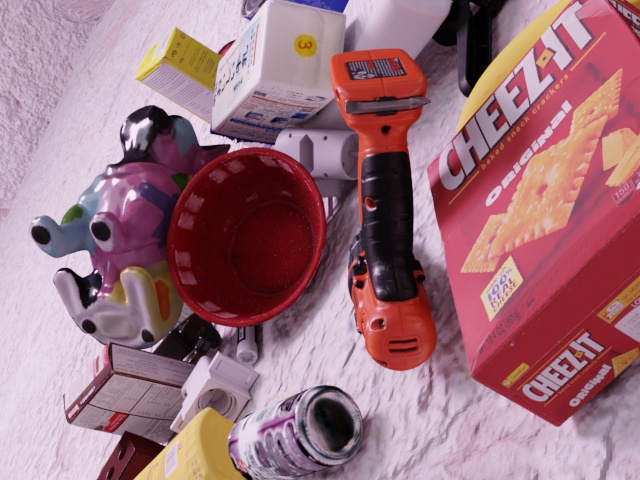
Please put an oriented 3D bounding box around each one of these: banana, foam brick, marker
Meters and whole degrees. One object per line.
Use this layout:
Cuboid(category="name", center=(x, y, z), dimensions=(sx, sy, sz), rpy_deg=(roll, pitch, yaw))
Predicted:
Cuboid(category="banana", center=(0.155, -0.121, 0.733), dimensions=(0.198, 0.037, 0.069), rpy_deg=(-48, 42, 32))
Cuboid(category="foam brick", center=(-0.174, 0.226, 0.991), dimensions=(0.078, 0.051, 0.053), rpy_deg=(-60, 22, 0))
Cuboid(category="marker", center=(-0.068, 0.071, 1.000), dimensions=(0.020, 0.020, 0.121), rpy_deg=(-49, 23, 25))

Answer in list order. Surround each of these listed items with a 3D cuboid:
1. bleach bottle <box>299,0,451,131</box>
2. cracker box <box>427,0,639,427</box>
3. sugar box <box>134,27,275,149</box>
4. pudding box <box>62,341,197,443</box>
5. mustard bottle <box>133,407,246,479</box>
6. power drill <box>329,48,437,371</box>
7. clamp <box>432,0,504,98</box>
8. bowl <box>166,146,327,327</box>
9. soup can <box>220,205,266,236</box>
Cuboid(category="bleach bottle", center=(0.034, -0.162, 0.970), dimensions=(0.251, 0.068, 0.102), rpy_deg=(127, 151, -53))
Cuboid(category="cracker box", center=(0.142, -0.030, 0.591), dimensions=(0.164, 0.072, 0.213), rpy_deg=(-49, 23, 26))
Cuboid(category="sugar box", center=(-0.106, -0.158, 1.162), dimensions=(0.093, 0.176, 0.048), rpy_deg=(-13, 53, 62))
Cuboid(category="pudding box", center=(-0.171, 0.145, 1.005), dimensions=(0.090, 0.113, 0.039), rpy_deg=(-47, 43, 29))
Cuboid(category="mustard bottle", center=(-0.140, 0.229, 0.875), dimensions=(0.192, 0.058, 0.096), rpy_deg=(-45, 24, 17))
Cuboid(category="power drill", center=(0.041, -0.029, 0.715), dimensions=(0.184, 0.057, 0.188), rpy_deg=(-104, 7, -69))
Cuboid(category="clamp", center=(0.128, -0.192, 0.876), dimensions=(0.164, 0.036, 0.210), rpy_deg=(-62, 19, 0))
Cuboid(category="bowl", center=(-0.056, 0.001, 0.953), dimensions=(0.162, 0.055, 0.162), rpy_deg=(-7, 75, 26))
Cuboid(category="soup can", center=(-0.069, -0.025, 1.058), dimensions=(0.069, 0.068, 0.102), rpy_deg=(-51, 23, 21))
